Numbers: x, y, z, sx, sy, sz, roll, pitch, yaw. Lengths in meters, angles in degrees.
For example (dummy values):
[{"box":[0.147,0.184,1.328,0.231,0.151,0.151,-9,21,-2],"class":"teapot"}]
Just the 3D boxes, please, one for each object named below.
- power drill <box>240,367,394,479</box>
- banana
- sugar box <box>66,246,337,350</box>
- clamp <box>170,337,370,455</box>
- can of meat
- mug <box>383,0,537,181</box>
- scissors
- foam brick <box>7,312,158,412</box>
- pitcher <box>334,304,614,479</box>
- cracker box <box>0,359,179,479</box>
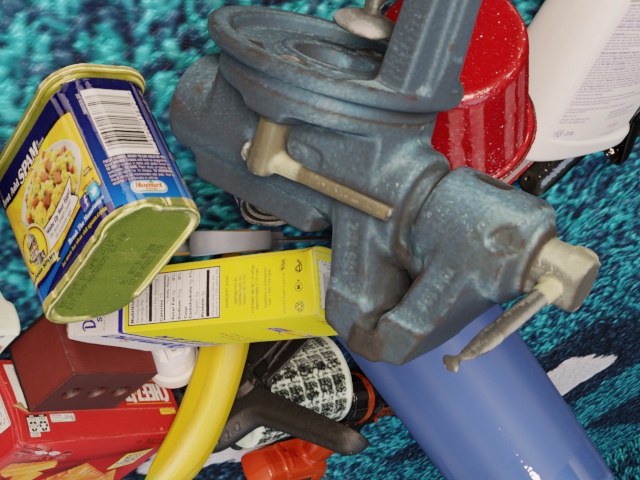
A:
[{"box":[0.000,0.200,1.121,0.184,0.057,0.188,2,143,-48],"class":"power drill"},{"box":[-0.081,0.102,0.763,0.069,0.037,0.198,-3,114,-75],"class":"banana"},{"box":[-0.059,0.040,0.658,0.176,0.048,0.093,-10,165,27],"class":"sugar box"},{"box":[-0.051,0.104,0.830,0.210,0.164,0.036,-15,136,27],"class":"clamp"},{"box":[-0.111,-0.020,0.519,0.057,0.084,0.102,-3,146,-43],"class":"can of meat"},{"box":[0.061,-0.078,0.577,0.117,0.093,0.081,-32,152,-7],"class":"mug"},{"box":[-0.055,0.001,0.697,0.096,0.016,0.201,-2,180,13],"class":"scissors"},{"box":[-0.158,0.080,0.715,0.053,0.051,0.078,-39,154,26],"class":"foam brick"},{"box":[0.130,0.128,0.882,0.149,0.243,0.145,-26,158,-23],"class":"pitcher"},{"box":[-0.231,0.171,0.796,0.214,0.072,0.163,-39,155,25],"class":"cracker box"}]
